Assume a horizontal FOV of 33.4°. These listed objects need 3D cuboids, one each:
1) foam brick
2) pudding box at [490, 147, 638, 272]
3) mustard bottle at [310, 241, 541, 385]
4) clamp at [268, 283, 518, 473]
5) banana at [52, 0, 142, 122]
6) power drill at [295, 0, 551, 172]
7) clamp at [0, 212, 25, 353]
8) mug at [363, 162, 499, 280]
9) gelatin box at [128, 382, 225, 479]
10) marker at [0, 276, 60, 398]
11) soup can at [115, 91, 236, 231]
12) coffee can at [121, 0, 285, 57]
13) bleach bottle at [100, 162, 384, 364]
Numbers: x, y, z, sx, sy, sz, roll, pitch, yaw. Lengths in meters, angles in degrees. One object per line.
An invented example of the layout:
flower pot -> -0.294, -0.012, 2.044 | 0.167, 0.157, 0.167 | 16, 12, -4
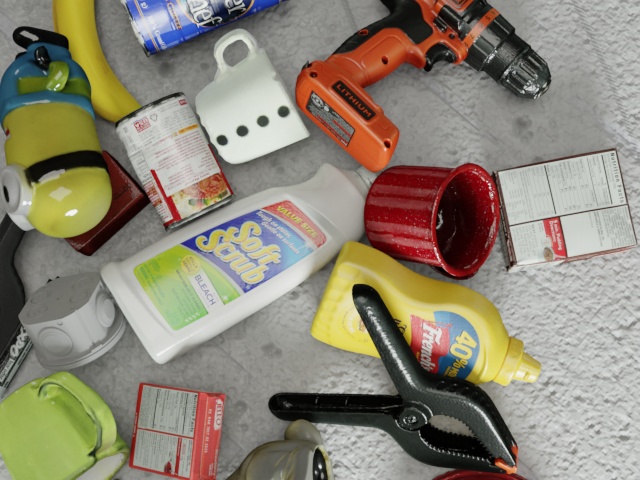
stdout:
foam brick -> -0.195, -0.031, 0.929 | 0.078, 0.051, 0.053 | -41, 85, -4
pudding box -> 0.211, -0.026, 0.931 | 0.113, 0.039, 0.090 | -10, 83, -2
mustard bottle -> 0.093, 0.075, 0.897 | 0.191, 0.058, 0.096 | 22, 126, 2
clamp -> 0.077, 0.128, 0.881 | 0.210, 0.036, 0.165 | 24, 128, -2
banana -> -0.205, -0.185, 0.958 | 0.069, 0.037, 0.198 | -17, 86, -31
power drill -> 0.085, -0.146, 0.918 | 0.184, 0.057, 0.187 | 41, 67, 8
clamp -> -0.285, 0.022, 0.914 | 0.120, 0.039, 0.171 | -14, 109, -23
mug -> 0.096, -0.012, 0.902 | 0.093, 0.082, 0.117 | -52, 129, -27
gelatin box -> -0.120, 0.159, 0.892 | 0.089, 0.030, 0.073 | -1, 81, 44
marker -> -0.258, 0.085, 0.932 | 0.020, 0.020, 0.121 | 30, 85, 4
soup can -> -0.125, -0.068, 0.916 | 0.068, 0.068, 0.102 | -26, 94, -3
coffee can -> -0.106, -0.233, 0.927 | 0.140, 0.103, 0.103 | -22, 83, -2
bleach bottle -> -0.056, 0.001, 0.920 | 0.250, 0.068, 0.102 | -32, 84, -6
